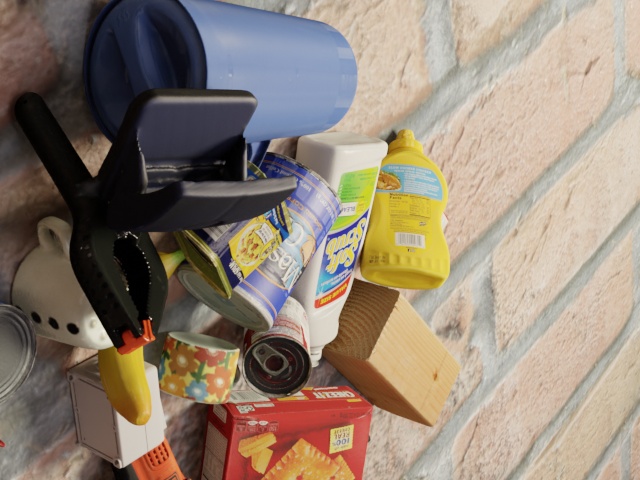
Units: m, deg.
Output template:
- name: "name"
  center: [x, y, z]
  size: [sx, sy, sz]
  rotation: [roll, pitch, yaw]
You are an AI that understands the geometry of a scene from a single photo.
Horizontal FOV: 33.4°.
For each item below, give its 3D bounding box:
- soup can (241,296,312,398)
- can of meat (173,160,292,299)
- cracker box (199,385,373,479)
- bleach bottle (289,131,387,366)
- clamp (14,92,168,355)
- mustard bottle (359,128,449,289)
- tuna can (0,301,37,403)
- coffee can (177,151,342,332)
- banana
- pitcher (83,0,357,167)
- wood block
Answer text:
- name: "soup can"
  center: [-0.044, 0.103, 1.066]
  size: [0.102, 0.068, 0.068]
  rotation: [-97, -174, -68]
- name: "can of meat"
  center: [-0.073, -0.010, 0.909]
  size: [0.084, 0.057, 0.102]
  rotation: [-44, 159, -14]
- name: "cracker box"
  center: [-0.042, 0.265, 1.124]
  size: [0.163, 0.072, 0.214]
  rotation: [2, 103, -27]
- name: "bleach bottle"
  center: [0.006, 0.013, 1.144]
  size: [0.102, 0.068, 0.251]
  rotation: [-12, 115, -49]
- name: "clamp"
  center: [-0.169, -0.013, 0.831]
  size: [0.164, 0.036, 0.210]
  rotation: [33, 34, -48]
- name: "mustard bottle"
  center: [0.095, -0.042, 1.200]
  size: [0.058, 0.096, 0.191]
  rotation: [108, -13, -61]
- name: "tuna can"
  center: [-0.266, 0.087, 0.833]
  size: [0.085, 0.034, 0.086]
  rotation: [-25, 123, -46]
- name: "coffee can"
  center: [-0.057, 0.001, 1.018]
  size: [0.140, 0.103, 0.102]
  rotation: [-58, 142, -20]
- name: "banana"
  center: [-0.158, 0.075, 0.913]
  size: [0.037, 0.070, 0.197]
  rotation: [51, 34, -37]
- name: "pitcher"
  center: [-0.075, -0.132, 0.924]
  size: [0.149, 0.145, 0.242]
  rotation: [-44, 161, 31]
- name: "wood block"
  center: [0.080, 0.134, 1.265]
  size: [0.090, 0.090, 0.206]
  rotation: [-62, 143, -17]
